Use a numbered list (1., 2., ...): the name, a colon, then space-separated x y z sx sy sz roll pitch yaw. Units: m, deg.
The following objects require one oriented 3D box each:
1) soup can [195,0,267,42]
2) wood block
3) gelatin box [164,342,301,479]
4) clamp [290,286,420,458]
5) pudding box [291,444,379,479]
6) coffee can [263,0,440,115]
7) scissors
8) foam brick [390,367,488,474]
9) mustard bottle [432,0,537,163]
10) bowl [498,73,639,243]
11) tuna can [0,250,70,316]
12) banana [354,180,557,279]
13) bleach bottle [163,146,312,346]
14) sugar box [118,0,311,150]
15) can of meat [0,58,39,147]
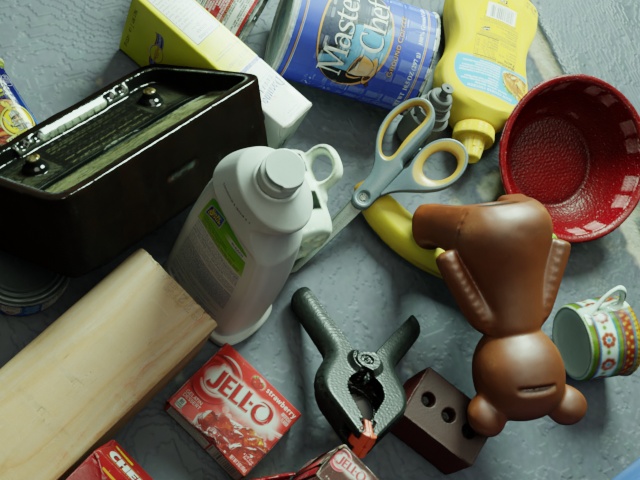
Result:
1. soup can: -0.106 -0.229 0.994 0.102 0.069 0.068 31 64 -5
2. wood block: -0.188 0.113 0.823 0.090 0.091 0.205 45 63 3
3. gelatin box: -0.073 0.141 0.884 0.089 0.030 0.073 45 63 2
4. clamp: 0.023 0.104 0.897 0.120 0.039 0.171 16 34 -2
5. pudding box: 0.032 0.220 0.856 0.039 0.090 0.113 -41 88 -24
6. coffee can: 0.028 -0.186 1.003 0.140 0.103 0.103 15 66 -13
7. scissors: 0.059 -0.034 0.964 0.096 0.016 0.201 29 83 6
8. foam brick: 0.101 0.157 0.925 0.078 0.051 0.053 37 63 -2
9. mustard bottle: 0.161 -0.164 1.063 0.096 0.058 0.191 19 65 -17
10. bowl: 0.237 -0.079 1.042 0.162 0.055 0.162 0 92 -16
11. tuna can: -0.245 0.018 0.872 0.086 0.034 0.086 6 68 -16
12. banana: 0.119 0.003 0.995 0.197 0.037 0.069 16 73 -6
13. bleach bottle: -0.055 0.001 0.820 0.068 0.251 0.102 -37 85 -26
14. sugar box: -0.096 -0.147 0.952 0.176 0.093 0.048 43 64 2
15. can of meat: -0.288 -0.090 0.887 0.102 0.058 0.084 -31 85 -25
